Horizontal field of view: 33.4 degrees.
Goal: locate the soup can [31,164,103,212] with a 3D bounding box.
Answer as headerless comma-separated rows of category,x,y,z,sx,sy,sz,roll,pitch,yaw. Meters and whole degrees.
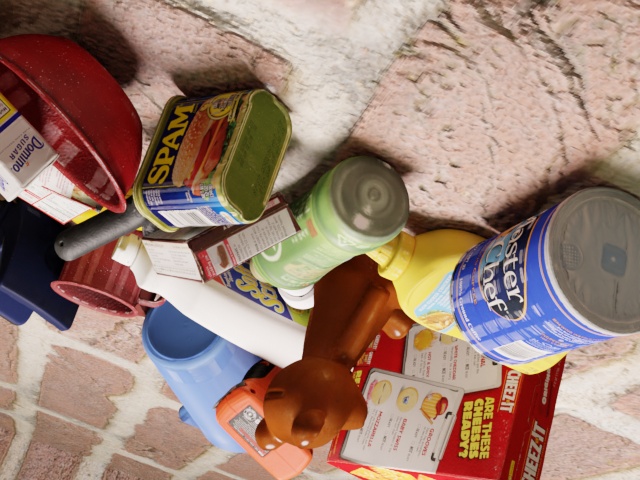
soup can,-0.220,-0.073,0.894,0.102,0.068,0.069,22,158,-7

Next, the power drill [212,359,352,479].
power drill,-0.023,0.167,1.119,0.184,0.187,0.057,43,116,-5

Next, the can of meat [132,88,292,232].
can of meat,-0.076,-0.058,0.770,0.084,0.102,0.057,-1,150,37

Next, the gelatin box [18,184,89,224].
gelatin box,-0.239,-0.056,0.981,0.073,0.030,0.089,34,142,-33

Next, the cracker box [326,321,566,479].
cracker box,0.120,0.155,1.028,0.214,0.164,0.072,-5,150,45

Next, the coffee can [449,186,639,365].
coffee can,0.172,0.030,0.775,0.102,0.102,0.140,25,157,-14

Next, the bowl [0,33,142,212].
bowl,-0.182,-0.096,0.782,0.162,0.055,0.162,40,162,15

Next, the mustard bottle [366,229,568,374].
mustard bottle,0.122,0.041,0.887,0.191,0.058,0.096,25,133,-13

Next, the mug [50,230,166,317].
mug,-0.207,0.029,1.099,0.117,0.081,0.093,19,161,-5

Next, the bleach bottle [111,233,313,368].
bleach bottle,-0.087,0.060,1.059,0.250,0.102,0.068,25,120,-14

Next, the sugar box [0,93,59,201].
sugar box,-0.275,-0.109,0.796,0.176,0.048,0.093,45,162,-14

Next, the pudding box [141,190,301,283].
pudding box,-0.080,-0.004,0.837,0.114,0.090,0.039,0,118,64

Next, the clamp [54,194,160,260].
clamp,-0.139,-0.029,0.878,0.172,0.120,0.039,-38,80,40

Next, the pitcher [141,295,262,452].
pitcher,-0.111,0.147,1.265,0.145,0.149,0.242,27,160,27
